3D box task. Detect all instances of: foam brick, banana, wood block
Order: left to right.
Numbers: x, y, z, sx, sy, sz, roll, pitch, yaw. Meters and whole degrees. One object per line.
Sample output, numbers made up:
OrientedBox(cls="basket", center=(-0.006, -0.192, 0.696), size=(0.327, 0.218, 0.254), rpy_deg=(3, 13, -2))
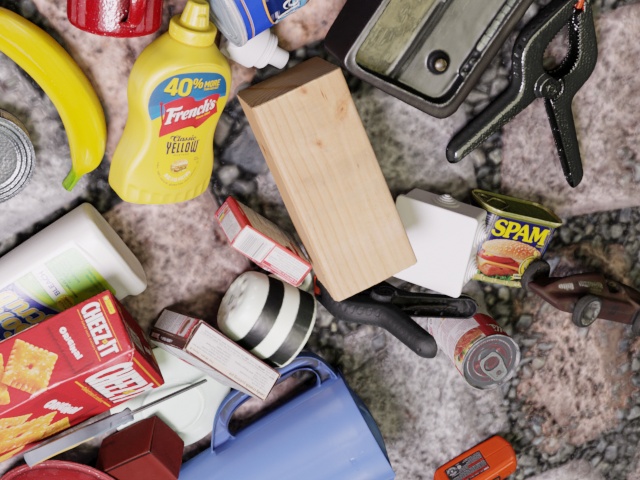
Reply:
OrientedBox(cls="banana", center=(-0.241, -0.134, 0.952), size=(0.069, 0.037, 0.197), rpy_deg=(-27, 120, -6))
OrientedBox(cls="foam brick", center=(-0.190, 0.229, 1.121), size=(0.078, 0.053, 0.051), rpy_deg=(-27, 122, 22))
OrientedBox(cls="wood block", center=(0.006, -0.059, 1.023), size=(0.090, 0.091, 0.206), rpy_deg=(-26, 111, -5))

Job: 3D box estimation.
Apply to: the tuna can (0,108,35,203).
OrientedBox(cls="tuna can", center=(-0.301, -0.077, 0.960), size=(0.086, 0.034, 0.086), rpy_deg=(-8, 117, -16))

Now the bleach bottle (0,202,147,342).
OrientedBox(cls="bleach bottle", center=(-0.296, 0.073, 1.018), size=(0.251, 0.068, 0.102), rpy_deg=(-35, 116, 2))

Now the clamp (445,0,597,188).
OrientedBox(cls="clamp", center=(0.238, -0.155, 1.107), size=(0.164, 0.036, 0.210), rpy_deg=(16, 108, -24))

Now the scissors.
OrientedBox(cls="scissors", center=(-0.216, 0.187, 1.089), size=(0.201, 0.096, 0.016), rpy_deg=(-20, 84, -42))

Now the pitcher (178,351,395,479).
OrientedBox(cls="pitcher", center=(-0.054, 0.240, 1.151), size=(0.243, 0.149, 0.145), rpy_deg=(-28, 148, -1))

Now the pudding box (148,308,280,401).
OrientedBox(cls="pudding box", center=(-0.108, 0.116, 1.083), size=(0.113, 0.090, 0.039), rpy_deg=(36, 74, -30))

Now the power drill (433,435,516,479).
OrientedBox(cls="power drill", center=(0.233, 0.331, 1.325), size=(0.184, 0.057, 0.187), rpy_deg=(-30, 120, -3))

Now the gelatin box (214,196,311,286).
OrientedBox(cls="gelatin box", center=(-0.057, 0.001, 1.059), size=(0.089, 0.073, 0.030), rpy_deg=(33, 101, -30))

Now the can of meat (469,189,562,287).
OrientedBox(cls="can of meat", center=(0.198, -0.001, 1.156), size=(0.102, 0.057, 0.084), rpy_deg=(11, 112, -24))

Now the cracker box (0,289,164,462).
OrientedBox(cls="cracker box", center=(-0.266, 0.141, 1.005), size=(0.213, 0.072, 0.164), rpy_deg=(-25, 163, -6))

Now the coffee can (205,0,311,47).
OrientedBox(cls="coffee can", center=(-0.039, -0.247, 0.922), size=(0.140, 0.103, 0.102), rpy_deg=(-34, 121, -8))

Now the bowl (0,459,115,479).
OrientedBox(cls="bowl", center=(-0.271, 0.304, 1.110), size=(0.162, 0.055, 0.162), rpy_deg=(2, 124, 2))

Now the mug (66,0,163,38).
OrientedBox(cls="mug", center=(-0.167, -0.217, 0.896), size=(0.093, 0.117, 0.081), rpy_deg=(-7, 121, -27))

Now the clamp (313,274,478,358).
OrientedBox(cls="clamp", center=(0.076, 0.066, 1.109), size=(0.120, 0.172, 0.039), rpy_deg=(-18, 124, -51))

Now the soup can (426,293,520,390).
OrientedBox(cls="soup can", center=(0.166, 0.109, 1.170), size=(0.068, 0.102, 0.068), rpy_deg=(-8, 116, -16))

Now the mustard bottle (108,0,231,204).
OrientedBox(cls="mustard bottle", center=(-0.129, -0.126, 0.961), size=(0.096, 0.058, 0.192), rpy_deg=(-7, 128, -36))
